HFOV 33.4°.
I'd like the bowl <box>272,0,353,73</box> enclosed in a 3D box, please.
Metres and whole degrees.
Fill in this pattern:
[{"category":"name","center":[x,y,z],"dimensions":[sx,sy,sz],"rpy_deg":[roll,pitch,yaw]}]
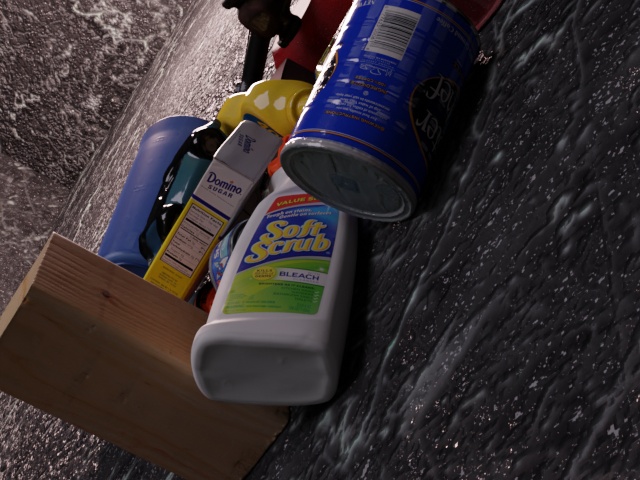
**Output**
[{"category":"bowl","center":[-0.010,-0.243,1.249],"dimensions":[0.162,0.055,0.162],"rpy_deg":[-52,18,24]}]

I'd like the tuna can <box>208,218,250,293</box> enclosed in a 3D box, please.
[{"category":"tuna can","center":[-0.044,0.024,0.856],"dimensions":[0.034,0.086,0.086],"rpy_deg":[-43,24,41]}]

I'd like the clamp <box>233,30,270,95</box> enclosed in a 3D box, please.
[{"category":"clamp","center":[-0.088,-0.185,1.317],"dimensions":[0.164,0.036,0.210],"rpy_deg":[-120,40,-80]}]

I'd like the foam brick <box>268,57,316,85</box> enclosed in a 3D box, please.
[{"category":"foam brick","center":[-0.035,-0.151,1.172],"dimensions":[0.051,0.053,0.078],"rpy_deg":[-46,22,41]}]

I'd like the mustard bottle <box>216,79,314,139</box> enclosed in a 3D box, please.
[{"category":"mustard bottle","center":[-0.034,-0.117,1.040],"dimensions":[0.058,0.096,0.192],"rpy_deg":[-63,17,-11]}]

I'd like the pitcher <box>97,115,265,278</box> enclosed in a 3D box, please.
[{"category":"pitcher","center":[-0.163,-0.024,1.202],"dimensions":[0.242,0.145,0.149],"rpy_deg":[-76,14,-48]}]

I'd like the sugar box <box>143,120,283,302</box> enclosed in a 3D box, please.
[{"category":"sugar box","center":[-0.100,-0.014,0.920],"dimensions":[0.176,0.048,0.093],"rpy_deg":[-59,2,30]}]

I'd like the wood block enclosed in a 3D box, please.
[{"category":"wood block","center":[-0.133,0.093,0.792],"dimensions":[0.090,0.206,0.091],"rpy_deg":[-54,17,21]}]

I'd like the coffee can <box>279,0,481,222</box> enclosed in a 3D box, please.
[{"category":"coffee can","center":[0.044,-0.098,0.771],"dimensions":[0.103,0.102,0.140],"rpy_deg":[-22,42,65]}]

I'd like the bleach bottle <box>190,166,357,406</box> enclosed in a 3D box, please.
[{"category":"bleach bottle","center":[-0.024,0.011,0.799],"dimensions":[0.250,0.102,0.068],"rpy_deg":[-82,-9,-52]}]
